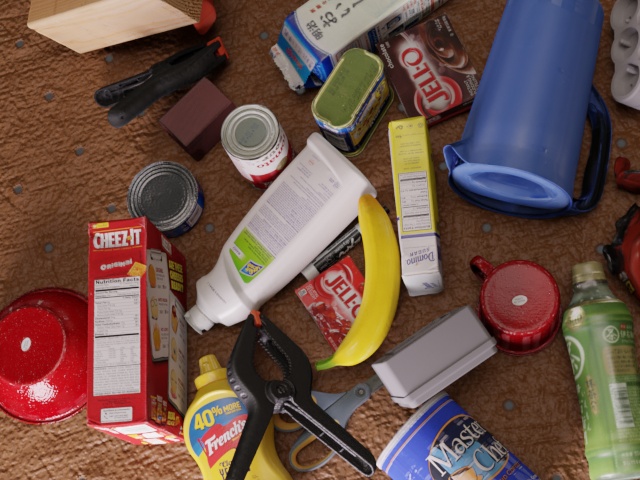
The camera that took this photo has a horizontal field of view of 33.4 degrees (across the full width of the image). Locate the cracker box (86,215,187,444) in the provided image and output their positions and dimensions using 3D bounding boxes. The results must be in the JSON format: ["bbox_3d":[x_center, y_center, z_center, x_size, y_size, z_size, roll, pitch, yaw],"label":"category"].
[{"bbox_3d":[-0.193,0.101,1.133,0.072,0.164,0.214,-5,73,6],"label":"cracker box"}]

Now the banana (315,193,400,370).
[{"bbox_3d":[0.051,0.050,1.134,0.069,0.037,0.198,15,82,5],"label":"banana"}]

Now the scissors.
[{"bbox_3d":[0.025,0.158,1.154,0.096,0.016,0.201,37,83,18],"label":"scissors"}]

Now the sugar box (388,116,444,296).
[{"bbox_3d":[0.105,-0.036,1.157,0.048,0.093,0.176,-8,73,8],"label":"sugar box"}]

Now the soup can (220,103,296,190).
[{"bbox_3d":[-0.068,-0.104,1.203,0.068,0.102,0.068,-3,73,9],"label":"soup can"}]

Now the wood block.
[{"bbox_3d":[-0.239,-0.293,1.251,0.207,0.090,0.091,-4,73,38],"label":"wood block"}]

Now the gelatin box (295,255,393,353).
[{"bbox_3d":[0.026,0.072,1.172,0.073,0.030,0.089,-33,72,-1],"label":"gelatin box"}]

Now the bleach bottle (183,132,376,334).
[{"bbox_3d":[-0.058,0.001,1.191,0.251,0.068,0.103,-45,56,0],"label":"bleach bottle"}]

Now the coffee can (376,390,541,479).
[{"bbox_3d":[0.141,0.234,1.065,0.140,0.102,0.103,42,84,18],"label":"coffee can"}]

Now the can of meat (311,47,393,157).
[{"bbox_3d":[0.036,-0.157,1.210,0.057,0.084,0.102,29,81,16],"label":"can of meat"}]

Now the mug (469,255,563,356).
[{"bbox_3d":[0.200,0.059,1.117,0.093,0.081,0.117,-39,71,-3],"label":"mug"}]

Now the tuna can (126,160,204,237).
[{"bbox_3d":[-0.179,-0.047,1.242,0.086,0.033,0.086,-3,73,9],"label":"tuna can"}]

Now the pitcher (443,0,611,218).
[{"bbox_3d":[0.239,-0.150,1.158,0.145,0.149,0.242,8,72,28],"label":"pitcher"}]

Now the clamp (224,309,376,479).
[{"bbox_3d":[-0.052,0.169,1.108,0.164,0.036,0.210,-10,59,-30],"label":"clamp"}]

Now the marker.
[{"bbox_3d":[0.029,0.002,1.198,0.121,0.020,0.020,-39,71,-3],"label":"marker"}]

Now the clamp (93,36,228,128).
[{"bbox_3d":[-0.187,-0.186,1.257,0.171,0.039,0.120,-28,33,1],"label":"clamp"}]

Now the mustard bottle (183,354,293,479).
[{"bbox_3d":[-0.094,0.213,1.137,0.096,0.058,0.192,-23,71,8],"label":"mustard bottle"}]

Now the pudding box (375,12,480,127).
[{"bbox_3d":[0.126,-0.192,1.227,0.090,0.039,0.113,-24,71,2],"label":"pudding box"}]

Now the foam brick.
[{"bbox_3d":[-0.141,-0.143,1.254,0.078,0.053,0.051,-44,71,-5],"label":"foam brick"}]

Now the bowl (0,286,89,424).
[{"bbox_3d":[-0.320,0.124,1.206,0.162,0.055,0.162,-3,73,10],"label":"bowl"}]
